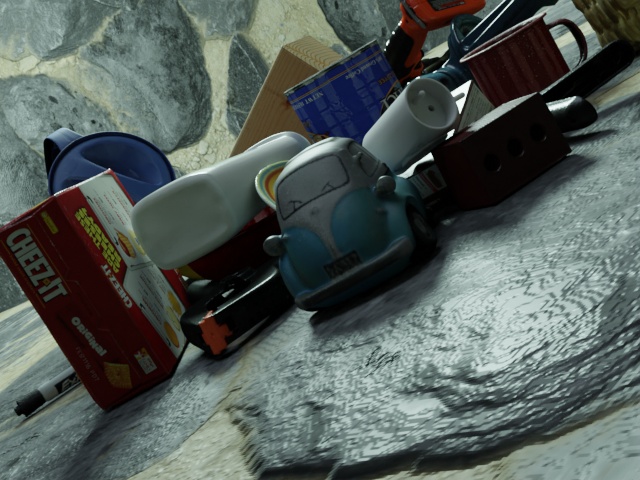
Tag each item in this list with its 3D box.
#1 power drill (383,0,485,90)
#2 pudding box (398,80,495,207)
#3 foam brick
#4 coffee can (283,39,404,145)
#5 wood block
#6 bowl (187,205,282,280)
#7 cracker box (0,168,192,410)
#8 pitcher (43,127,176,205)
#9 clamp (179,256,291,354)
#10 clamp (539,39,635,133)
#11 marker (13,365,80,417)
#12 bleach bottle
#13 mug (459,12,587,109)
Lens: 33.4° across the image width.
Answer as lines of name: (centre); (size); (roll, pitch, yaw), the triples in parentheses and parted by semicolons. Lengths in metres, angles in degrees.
power drill: (0.124, -0.234, 1.298); (0.184, 0.057, 0.188); (-24, -22, -36)
pudding box: (0.092, -0.072, 0.884); (0.090, 0.039, 0.113); (-30, 27, 39)
foam brick: (0.131, -0.065, 0.782); (0.078, 0.053, 0.051); (-33, 9, -17)
coffee can: (0.044, -0.106, 1.023); (0.103, 0.140, 0.103); (-30, 8, 5)
wood block: (-0.037, -0.126, 1.269); (0.206, 0.091, 0.090); (-61, -10, 27)
bowl: (-0.057, 0.001, 1.031); (0.162, 0.055, 0.162); (-30, 8, 5)
cracker box: (-0.182, 0.033, 0.909); (0.072, 0.164, 0.213); (-31, 8, 6)
pitcher: (-0.246, -0.012, 1.214); (0.145, 0.149, 0.243); (4, -30, -11)
clamp: (-0.051, 0.038, 0.864); (0.164, 0.036, 0.210); (-26, 9, 9)
clamp: (0.173, -0.096, 0.871); (0.172, 0.039, 0.120); (-34, 6, 36)
marker: (-0.241, 0.131, 1.027); (0.121, 0.020, 0.020); (-34, 9, -23)
bleach bottle: (-0.073, -0.052, 1.002); (0.103, 0.068, 0.250); (-25, 7, 25)
mug: (0.204, -0.167, 1.029); (0.117, 0.081, 0.093); (-31, 8, -6)
